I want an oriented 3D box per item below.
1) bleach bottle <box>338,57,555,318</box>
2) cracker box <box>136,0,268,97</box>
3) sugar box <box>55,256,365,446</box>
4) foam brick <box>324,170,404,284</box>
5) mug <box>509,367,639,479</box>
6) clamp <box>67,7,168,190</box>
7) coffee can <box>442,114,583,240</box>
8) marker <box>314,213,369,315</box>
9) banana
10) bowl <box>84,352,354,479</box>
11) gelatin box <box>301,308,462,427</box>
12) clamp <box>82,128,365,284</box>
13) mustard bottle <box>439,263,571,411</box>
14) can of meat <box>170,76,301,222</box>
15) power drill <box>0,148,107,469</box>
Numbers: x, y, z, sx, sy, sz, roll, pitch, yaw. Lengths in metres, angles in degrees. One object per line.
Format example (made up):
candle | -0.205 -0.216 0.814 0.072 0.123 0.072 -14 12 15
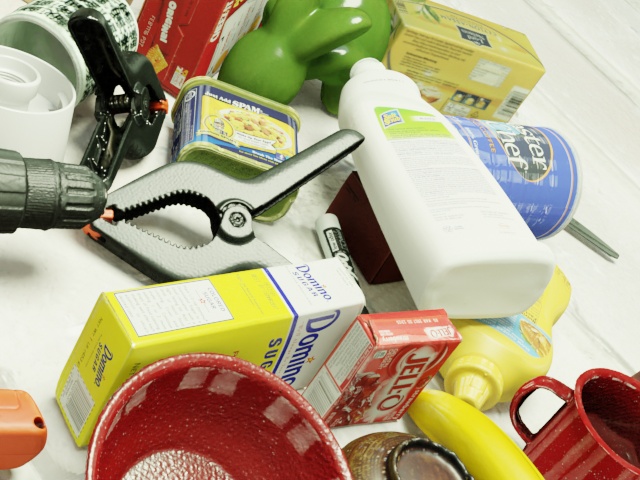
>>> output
bleach bottle | 0.080 -0.054 0.811 0.102 0.068 0.251 0 44 -22
cracker box | -0.074 -0.239 0.923 0.072 0.164 0.213 32 35 2
sugar box | -0.061 0.063 0.635 0.175 0.093 0.048 -6 51 -41
foam brick | 0.050 -0.012 0.843 0.051 0.053 0.078 -3 49 -39
mug | 0.182 0.142 0.736 0.117 0.082 0.093 37 36 5
clamp | -0.142 -0.106 0.754 0.039 0.120 0.171 5 15 3
coffee can | 0.140 -0.053 0.917 0.140 0.103 0.103 2 45 -35
marker | 0.018 0.028 0.801 0.020 0.020 0.121 10 41 -28
banana | 0.113 0.161 0.673 0.037 0.070 0.198 -4 50 -36
bowl | -0.058 0.143 0.559 0.161 0.055 0.162 21 49 -27
gelatin box | 0.039 0.084 0.690 0.073 0.089 0.030 1 46 -37
clamp | -0.055 0.001 0.735 0.209 0.036 0.164 -3 70 -18
mustard bottle | 0.130 0.067 0.805 0.096 0.058 0.191 33 35 1
can of meat | -0.065 -0.069 0.821 0.102 0.058 0.084 18 39 -20
power drill | -0.195 0.028 0.574 0.184 0.057 0.188 3 56 -29
